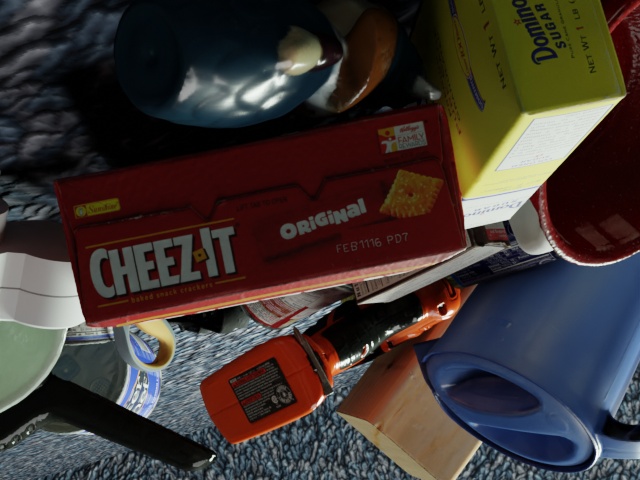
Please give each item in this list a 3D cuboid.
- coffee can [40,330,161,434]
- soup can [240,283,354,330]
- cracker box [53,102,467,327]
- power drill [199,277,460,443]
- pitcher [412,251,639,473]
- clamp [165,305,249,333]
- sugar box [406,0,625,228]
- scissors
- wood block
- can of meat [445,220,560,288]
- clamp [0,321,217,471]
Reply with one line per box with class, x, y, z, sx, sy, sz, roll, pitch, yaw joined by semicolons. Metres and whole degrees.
coffee can;-0.202;0.118;0.927;0.103;0.103;0.140;-16;168;0
soup can;-0.012;0.024;0.838;0.068;0.068;0.102;-5;163;-44
cracker box;-0.028;-0.010;0.536;0.164;0.072;0.214;-12;-178;-3
power drill;-0.003;0.087;0.812;0.185;0.057;0.187;-34;175;39
pitcher;0.194;0.038;0.766;0.242;0.149;0.145;-53;-171;-25
clamp;-0.117;0.059;0.909;0.120;0.039;0.171;12;176;6
sugar box;0.073;-0.069;0.466;0.048;0.093;0.176;-10;167;-8
scissors;-0.141;0.023;0.749;0.016;0.096;0.201;11;149;25
wood block;0.118;0.091;0.887;0.206;0.090;0.091;-51;-170;-13
can of meat;0.121;-0.024;0.725;0.084;0.102;0.057;-20;137;28
clamp;-0.173;0.065;0.649;0.210;0.164;0.036;-5;170;-2
